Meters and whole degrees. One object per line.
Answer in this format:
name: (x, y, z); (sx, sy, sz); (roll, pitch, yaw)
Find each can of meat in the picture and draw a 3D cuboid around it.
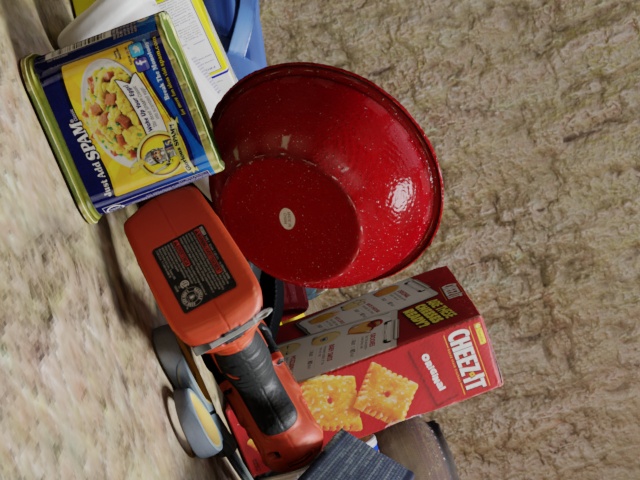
can of meat: (-0.111, -0.072, 0.613); (0.057, 0.084, 0.102); (-103, 173, -74)

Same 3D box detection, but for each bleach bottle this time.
bleach bottle: (-0.071, -0.063, 0.746); (0.251, 0.068, 0.102); (50, 5, -10)

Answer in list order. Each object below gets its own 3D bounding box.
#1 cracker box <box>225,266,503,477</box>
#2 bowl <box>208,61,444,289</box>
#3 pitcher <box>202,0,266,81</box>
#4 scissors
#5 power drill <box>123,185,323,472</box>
cracker box: (0.031, 0.106, 0.906); (0.164, 0.213, 0.072); (-102, 172, -77)
bowl: (-0.009, -0.026, 0.658); (0.055, 0.162, 0.162); (-56, 133, -50)
pitcher: (-0.109, -0.179, 1.084); (0.149, 0.145, 0.243); (66, 7, -46)
scissors: (-0.065, 0.142, 0.712); (0.096, 0.016, 0.201); (-112, 180, -58)
power drill: (-0.067, 0.047, 0.704); (0.184, 0.057, 0.187); (54, -8, 33)
